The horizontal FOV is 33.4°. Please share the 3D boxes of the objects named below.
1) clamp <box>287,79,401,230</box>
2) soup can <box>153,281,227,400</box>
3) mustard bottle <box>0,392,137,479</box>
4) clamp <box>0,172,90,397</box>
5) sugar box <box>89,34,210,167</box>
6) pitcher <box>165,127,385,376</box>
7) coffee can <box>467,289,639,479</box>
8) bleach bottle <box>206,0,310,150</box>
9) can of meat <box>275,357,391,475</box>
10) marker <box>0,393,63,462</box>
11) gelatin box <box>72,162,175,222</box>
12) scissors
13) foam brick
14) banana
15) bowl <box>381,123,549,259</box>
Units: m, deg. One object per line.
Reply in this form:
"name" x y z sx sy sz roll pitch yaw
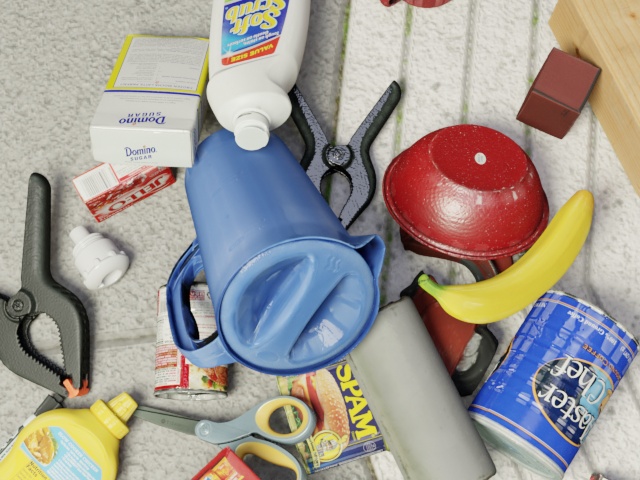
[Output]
"clamp" 0.026 -0.086 1.048 0.120 0.039 0.171 -6 82 3
"soup can" -0.119 0.094 0.988 0.068 0.068 0.102 0 75 0
"mustard bottle" -0.241 0.210 0.962 0.191 0.058 0.096 -44 94 -10
"clamp" -0.274 0.051 1.006 0.164 0.036 0.210 -42 80 6
"sugar box" -0.154 -0.135 1.010 0.093 0.048 0.176 3 40 2
"pitcher" -0.056 0.001 0.928 0.149 0.243 0.145 4 119 -21
"coffee can" 0.206 0.130 0.958 0.103 0.103 0.140 33 78 8
"bleach bottle" -0.054 -0.184 1.006 0.102 0.068 0.251 -3 50 2
"can of meat" 0.013 0.156 0.978 0.084 0.057 0.102 -17 76 -1
"marker" -0.283 0.190 0.990 0.020 0.020 0.121 39 79 9
"gelatin box" -0.186 -0.057 1.024 0.089 0.073 0.030 -28 78 -7
"scissors" -0.086 0.158 0.963 0.202 0.016 0.096 27 81 29
"foam brick" 0.231 -0.142 1.040 0.053 0.078 0.051 26 77 4
"banana" 0.178 0.023 0.945 0.197 0.037 0.069 -27 112 -24
"bowl" 0.141 -0.058 0.995 0.162 0.055 0.162 4 47 -5
